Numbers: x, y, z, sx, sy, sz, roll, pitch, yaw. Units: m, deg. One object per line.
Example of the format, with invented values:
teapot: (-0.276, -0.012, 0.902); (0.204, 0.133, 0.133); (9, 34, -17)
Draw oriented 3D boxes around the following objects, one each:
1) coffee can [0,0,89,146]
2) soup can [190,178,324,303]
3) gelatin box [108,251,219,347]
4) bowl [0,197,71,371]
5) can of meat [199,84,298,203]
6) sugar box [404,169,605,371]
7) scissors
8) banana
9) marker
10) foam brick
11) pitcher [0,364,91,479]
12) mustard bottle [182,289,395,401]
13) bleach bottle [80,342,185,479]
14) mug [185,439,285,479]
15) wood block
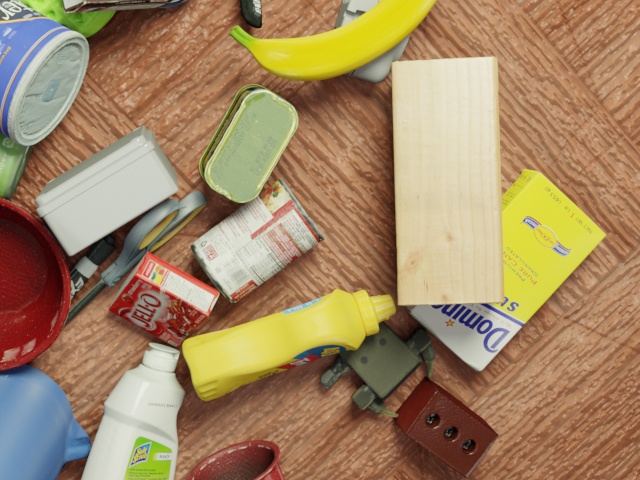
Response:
coffee can: (-0.276, -0.154, 0.869); (0.140, 0.102, 0.103); (30, 94, 6)
soup can: (-0.056, 0.001, 0.955); (0.102, 0.068, 0.068); (-36, 101, 0)
gelatin box: (-0.140, 0.055, 0.945); (0.073, 0.089, 0.030); (31, 55, -12)
bowl: (-0.290, 0.030, 0.929); (0.162, 0.055, 0.162); (1, 107, 3)
can of meat: (-0.063, -0.085, 0.932); (0.057, 0.084, 0.102); (29, 94, -10)
sugar box: (0.171, 0.028, 0.997); (0.093, 0.048, 0.176); (41, 91, -10)
scissors: (-0.181, 0.023, 0.936); (0.201, 0.096, 0.016); (-41, 83, -2)
banana: (0.027, -0.180, 0.895); (0.197, 0.037, 0.069); (-21, 102, -3)
marker: (-0.227, 0.042, 0.965); (0.020, 0.020, 0.121); (41, 92, -11)
foam brick: (0.118, 0.175, 1.011); (0.078, 0.051, 0.053); (36, 93, -11)
pitcher: (-0.297, 0.198, 0.868); (0.149, 0.243, 0.145); (-33, 103, 6)
mustard bottle: (-0.025, 0.087, 0.957); (0.191, 0.096, 0.058); (-19, 79, -5)
bleach bottle: (-0.171, 0.218, 0.971); (0.068, 0.102, 0.251); (16, 90, 34)
mug: (-0.078, 0.245, 0.987); (0.117, 0.093, 0.081); (-11, 107, 26)
wood block: (0.111, -0.048, 0.929); (0.090, 0.091, 0.206); (-2, 88, 6)
